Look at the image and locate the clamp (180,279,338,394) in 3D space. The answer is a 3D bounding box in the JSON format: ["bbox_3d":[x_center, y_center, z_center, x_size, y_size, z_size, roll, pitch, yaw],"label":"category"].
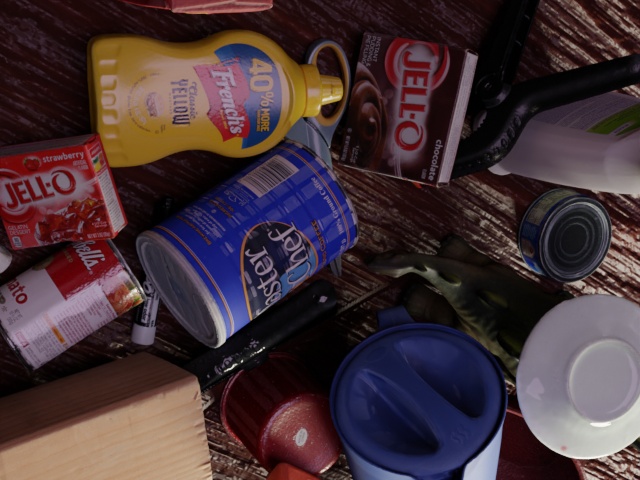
[{"bbox_3d":[-0.054,0.084,0.878,0.171,0.120,0.039,-30,77,6],"label":"clamp"}]

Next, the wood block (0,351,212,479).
[{"bbox_3d":[-0.193,0.160,0.776,0.205,0.090,0.091,-16,108,-34],"label":"wood block"}]

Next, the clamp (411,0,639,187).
[{"bbox_3d":[0.157,-0.117,0.881,0.210,0.165,0.036,-47,135,4],"label":"clamp"}]

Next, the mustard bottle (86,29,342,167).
[{"bbox_3d":[-0.076,-0.110,0.806,0.191,0.058,0.096,-5,107,-16],"label":"mustard bottle"}]

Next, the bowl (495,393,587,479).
[{"bbox_3d":[0.175,0.196,0.990,0.055,0.162,0.162,-50,126,-46],"label":"bowl"}]

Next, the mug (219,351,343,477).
[{"bbox_3d":[-0.018,0.147,0.904,0.117,0.082,0.093,-21,112,-18],"label":"mug"}]

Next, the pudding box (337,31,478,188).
[{"bbox_3d":[0.071,-0.106,0.865,0.039,0.090,0.113,-8,110,-63],"label":"pudding box"}]

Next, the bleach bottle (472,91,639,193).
[{"bbox_3d":[0.231,-0.076,0.858,0.102,0.251,0.068,-31,115,-14],"label":"bleach bottle"}]

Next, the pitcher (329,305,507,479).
[{"bbox_3d":[0.084,0.179,0.893,0.149,0.145,0.243,-53,152,-29],"label":"pitcher"}]

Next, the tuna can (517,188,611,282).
[{"bbox_3d":[0.230,-0.004,1.002,0.086,0.034,0.086,-7,107,-23],"label":"tuna can"}]

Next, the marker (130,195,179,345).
[{"bbox_3d":[-0.132,0.024,0.852,0.020,0.020,0.121,7,102,-26],"label":"marker"}]

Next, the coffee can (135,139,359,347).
[{"bbox_3d":[-0.055,0.001,0.821,0.140,0.103,0.103,-36,117,-23],"label":"coffee can"}]

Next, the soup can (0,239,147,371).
[{"bbox_3d":[-0.192,0.044,0.804,0.102,0.069,0.068,-33,116,-12],"label":"soup can"}]

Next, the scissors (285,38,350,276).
[{"bbox_3d":[-0.017,-0.066,0.881,0.096,0.016,0.202,0,104,-23],"label":"scissors"}]

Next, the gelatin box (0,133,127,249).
[{"bbox_3d":[-0.194,-0.035,0.776,0.089,0.030,0.073,-6,114,18],"label":"gelatin box"}]
